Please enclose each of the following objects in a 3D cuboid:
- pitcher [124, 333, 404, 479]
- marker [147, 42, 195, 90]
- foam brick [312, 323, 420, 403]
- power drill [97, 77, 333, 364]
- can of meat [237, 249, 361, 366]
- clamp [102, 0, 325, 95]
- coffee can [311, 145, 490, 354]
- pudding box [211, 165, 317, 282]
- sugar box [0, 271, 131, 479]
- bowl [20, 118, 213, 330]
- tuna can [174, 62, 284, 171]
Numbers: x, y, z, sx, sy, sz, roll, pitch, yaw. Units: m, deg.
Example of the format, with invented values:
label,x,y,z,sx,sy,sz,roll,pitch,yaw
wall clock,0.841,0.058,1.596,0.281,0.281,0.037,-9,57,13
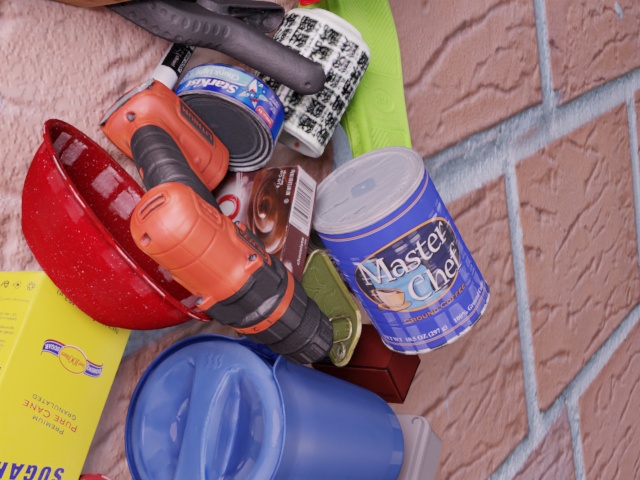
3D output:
label,x,y,z,sx,sy,sz,roll,pitch,yaw
pitcher,-0.035,0.163,0.830,0.242,0.149,0.145,26,53,-59
marker,-0.099,-0.158,0.813,0.020,0.020,0.121,57,45,-41
foam brick,0.043,0.113,0.987,0.051,0.078,0.053,-64,142,-36
power drill,-0.071,-0.014,0.714,0.184,0.057,0.188,47,7,-44
can of meat,-0.026,0.055,0.868,0.102,0.084,0.057,59,43,-39
clamp,-0.075,-0.153,0.762,0.171,0.120,0.039,5,119,-36
coffee can,0.065,0.009,0.874,0.140,0.103,0.102,58,43,-29
pudding box,-0.055,0.001,0.816,0.039,0.090,0.113,39,57,-53
sugar box,-0.183,0.116,0.652,0.093,0.048,0.176,43,53,-49
bowl,-0.137,0.002,0.673,0.162,0.055,0.162,51,6,-8
tuna can,-0.070,-0.092,0.796,0.086,0.086,0.033,56,44,-42
